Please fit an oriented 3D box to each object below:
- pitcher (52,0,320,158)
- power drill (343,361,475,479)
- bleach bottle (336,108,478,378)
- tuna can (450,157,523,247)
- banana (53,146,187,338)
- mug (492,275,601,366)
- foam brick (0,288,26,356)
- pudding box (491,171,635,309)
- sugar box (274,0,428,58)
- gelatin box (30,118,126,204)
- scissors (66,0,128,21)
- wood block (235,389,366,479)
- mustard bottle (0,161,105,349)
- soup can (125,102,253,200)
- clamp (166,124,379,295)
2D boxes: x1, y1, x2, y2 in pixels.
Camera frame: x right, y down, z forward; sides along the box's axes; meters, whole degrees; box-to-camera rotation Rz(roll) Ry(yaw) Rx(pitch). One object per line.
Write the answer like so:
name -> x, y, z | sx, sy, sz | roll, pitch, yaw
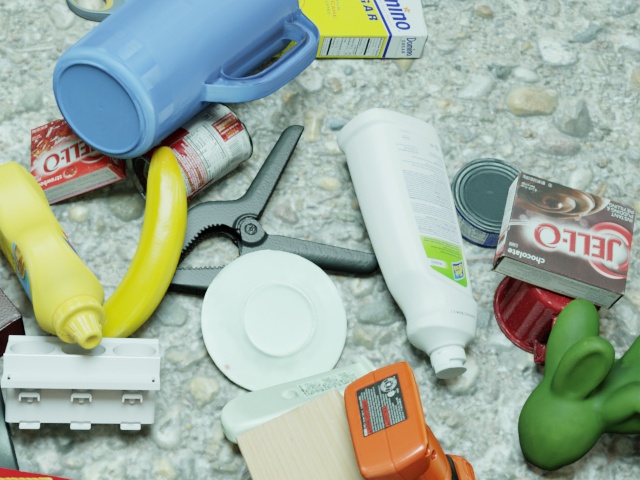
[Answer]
pitcher -> -0.121, -0.174, 0.977 | 0.145, 0.149, 0.242 | 58, 44, -18
power drill -> 0.085, 0.197, 0.797 | 0.057, 0.187, 0.184 | -25, 34, 8
bleach bottle -> 0.087, 0.004, 0.982 | 0.102, 0.068, 0.251 | 11, 56, -37
tuna can -> 0.166, -0.037, 1.045 | 0.086, 0.034, 0.086 | 4, 60, -7
banana -> -0.158, 0.016, 0.926 | 0.069, 0.037, 0.198 | 28, 83, 2
mug -> 0.211, 0.057, 0.971 | 0.093, 0.081, 0.117 | 16, 59, 0
foam brick -> -0.294, 0.061, 0.907 | 0.053, 0.051, 0.078 | -36, 71, -25
pudding box -> 0.213, 0.000, 0.932 | 0.113, 0.039, 0.090 | 17, 60, 1
sugar box -> 0.019, -0.240, 1.131 | 0.176, 0.048, 0.093 | -4, 61, -10
gelatin box -> -0.225, -0.081, 0.989 | 0.089, 0.030, 0.073 | -18, 61, 18
scissors -> -0.188, -0.224, 1.107 | 0.096, 0.016, 0.202 | -31, 70, -22
wood block -> 0.021, 0.233, 0.825 | 0.091, 0.090, 0.206 | -26, 66, 1
mustard bottle -> -0.226, 0.022, 0.884 | 0.058, 0.096, 0.192 | -24, 48, -20
soup can -> -0.122, -0.079, 1.004 | 0.102, 0.068, 0.068 | -37, 72, -26
clamp -> -0.056, 0.001, 0.987 | 0.209, 0.036, 0.164 | -32, 76, -20
